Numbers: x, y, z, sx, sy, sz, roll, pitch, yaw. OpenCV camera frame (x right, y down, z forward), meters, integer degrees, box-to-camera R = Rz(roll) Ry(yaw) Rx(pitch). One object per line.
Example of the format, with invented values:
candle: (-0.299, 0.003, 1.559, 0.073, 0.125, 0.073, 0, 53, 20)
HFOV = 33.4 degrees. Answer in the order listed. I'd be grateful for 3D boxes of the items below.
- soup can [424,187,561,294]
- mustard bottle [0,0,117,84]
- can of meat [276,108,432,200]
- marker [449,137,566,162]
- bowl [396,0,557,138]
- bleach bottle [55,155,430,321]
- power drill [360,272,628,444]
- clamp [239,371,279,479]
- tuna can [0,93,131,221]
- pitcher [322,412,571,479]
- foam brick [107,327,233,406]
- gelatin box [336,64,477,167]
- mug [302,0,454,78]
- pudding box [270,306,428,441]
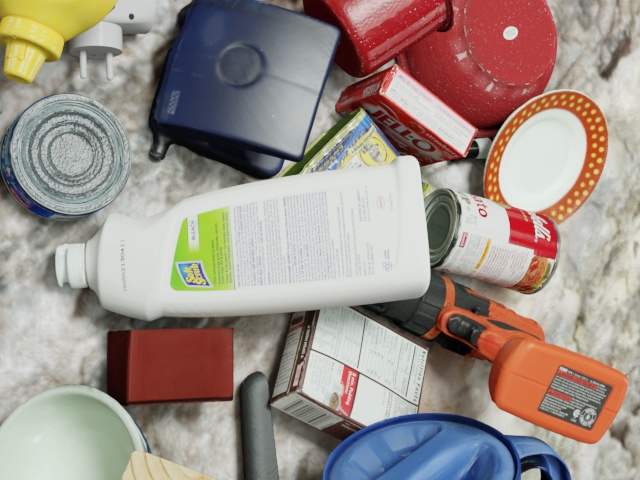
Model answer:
soup can: (0.133, 0.001, 0.864, 0.102, 0.069, 0.068, 14, 79, -25)
mustard bottle: (-0.164, -0.191, 0.682, 0.096, 0.058, 0.191, 12, 78, 16)
can of meat: (0.021, -0.038, 0.818, 0.102, 0.058, 0.084, -46, 104, -22)
marker: (0.157, -0.080, 0.910, 0.120, 0.020, 0.020, -7, 89, -27)
bowl: (0.143, -0.169, 0.891, 0.161, 0.055, 0.162, 2, 85, -26)
bleach bottle: (-0.055, 0.001, 0.739, 0.250, 0.068, 0.102, -4, 77, -3)
power drill: (0.122, 0.073, 0.788, 0.184, 0.188, 0.057, 21, 98, -23)
clamp: (-0.021, 0.223, 0.785, 0.164, 0.036, 0.210, 28, 70, -21)
tuna can: (-0.174, -0.057, 0.733, 0.086, 0.034, 0.086, 2, 85, -26)
pitcher: (0.094, 0.252, 0.756, 0.144, 0.149, 0.243, -43, 130, -52)
foam brick: (-0.106, 0.087, 0.745, 0.078, 0.053, 0.051, 1, 85, -28)
gelatin box: (0.066, -0.094, 0.835, 0.089, 0.073, 0.030, 34, 72, -21)
mug: (0.035, -0.180, 0.807, 0.081, 0.117, 0.093, -35, 127, -10)
pudding box: (0.025, 0.102, 0.803, 0.113, 0.039, 0.090, 31, 52, -25)
